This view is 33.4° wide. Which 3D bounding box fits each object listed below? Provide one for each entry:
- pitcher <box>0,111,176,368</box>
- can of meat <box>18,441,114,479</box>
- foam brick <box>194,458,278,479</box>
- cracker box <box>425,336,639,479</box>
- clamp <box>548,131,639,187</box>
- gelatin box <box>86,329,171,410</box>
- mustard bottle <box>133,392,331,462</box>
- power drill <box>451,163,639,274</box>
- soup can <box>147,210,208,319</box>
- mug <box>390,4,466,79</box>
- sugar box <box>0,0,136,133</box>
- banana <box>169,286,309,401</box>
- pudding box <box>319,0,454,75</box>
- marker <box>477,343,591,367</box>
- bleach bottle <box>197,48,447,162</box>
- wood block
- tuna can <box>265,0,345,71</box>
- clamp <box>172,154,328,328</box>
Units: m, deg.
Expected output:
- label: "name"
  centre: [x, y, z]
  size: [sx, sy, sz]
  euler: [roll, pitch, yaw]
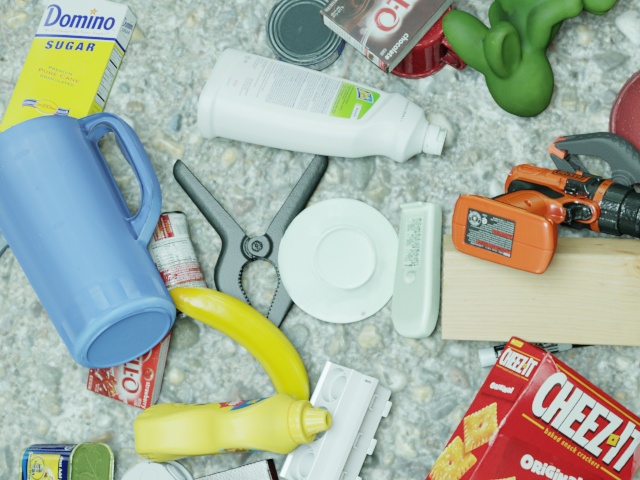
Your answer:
- label: "pitcher"
  centre: [-0.231, -0.004, 1.055]
  size: [0.144, 0.149, 0.243]
  euler: [-15, 58, -34]
- label: "can of meat"
  centre: [-0.259, 0.254, 1.077]
  size: [0.084, 0.057, 0.102]
  euler: [-7, 77, 35]
- label: "foam brick"
  centre: [-0.081, 0.254, 1.074]
  size: [0.078, 0.051, 0.053]
  euler: [-17, 79, 3]
- label: "cracker box"
  centre: [0.197, 0.225, 1.001]
  size: [0.164, 0.072, 0.213]
  euler: [35, 85, -24]
- label: "clamp"
  centre: [0.308, -0.049, 1.078]
  size: [0.172, 0.039, 0.120]
  euler: [24, 116, 24]
- label: "gelatin box"
  centre: [-0.198, 0.124, 1.101]
  size: [0.073, 0.030, 0.089]
  euler: [18, 115, 9]
- label: "mustard bottle"
  centre: [-0.079, 0.181, 1.038]
  size: [0.192, 0.096, 0.058]
  euler: [-8, 80, 24]
- label: "power drill"
  centre: [0.226, -0.020, 1.004]
  size: [0.185, 0.187, 0.057]
  euler: [16, 112, 36]
- label: "soup can"
  centre: [-0.158, 0.028, 1.113]
  size: [0.068, 0.068, 0.102]
  euler: [-19, 79, 3]
- label: "mug"
  centre: [0.106, -0.218, 1.117]
  size: [0.117, 0.081, 0.093]
  euler: [39, 87, 11]
- label: "sugar box"
  centre: [-0.277, -0.184, 1.174]
  size: [0.093, 0.048, 0.176]
  euler: [16, 84, 9]
- label: "banana"
  centre: [-0.068, 0.110, 1.072]
  size: [0.069, 0.037, 0.197]
  euler: [-39, 101, -6]
- label: "pudding box"
  centre: [0.069, -0.235, 1.061]
  size: [0.090, 0.039, 0.113]
  euler: [40, 87, 11]
- label: "marker"
  centre: [0.221, 0.108, 1.081]
  size: [0.121, 0.020, 0.020]
  euler: [-12, 79, 5]
- label: "bleach bottle"
  centre: [0.006, -0.127, 1.114]
  size: [0.251, 0.068, 0.102]
  euler: [15, 53, 7]
- label: "wood block"
  centre: [0.222, 0.047, 1.045]
  size: [0.206, 0.090, 0.091]
  euler: [1, 101, 6]
- label: "tuna can"
  centre: [-0.015, -0.226, 1.157]
  size: [0.086, 0.033, 0.086]
  euler: [-1, 81, 6]
- label: "clamp"
  centre: [-0.057, 0.001, 1.122]
  size: [0.164, 0.036, 0.210]
  euler: [-11, 83, -2]
